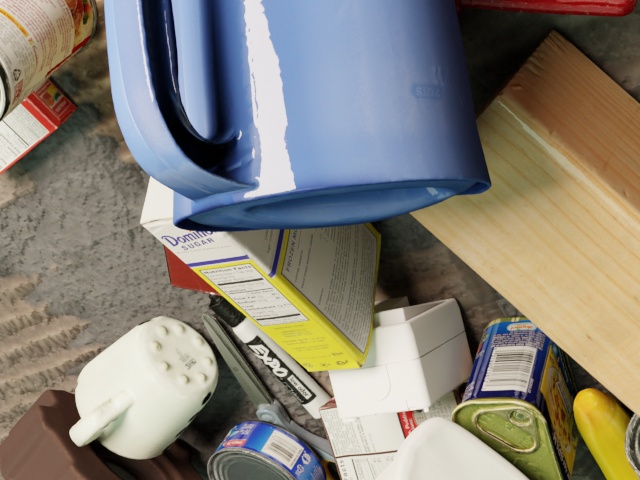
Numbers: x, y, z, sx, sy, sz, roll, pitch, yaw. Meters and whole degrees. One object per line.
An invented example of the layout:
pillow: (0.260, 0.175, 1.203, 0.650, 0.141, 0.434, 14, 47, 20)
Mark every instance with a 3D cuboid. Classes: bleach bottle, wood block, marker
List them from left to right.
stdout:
marker: (-0.035, 0.079, 0.752, 0.020, 0.020, 0.121, -29, 110, 36)
bleach bottle: (0.046, 0.206, 0.694, 0.102, 0.068, 0.251, 37, 143, 1)
wood block: (0.156, 0.003, 0.545, 0.206, 0.090, 0.090, 42, 133, 1)

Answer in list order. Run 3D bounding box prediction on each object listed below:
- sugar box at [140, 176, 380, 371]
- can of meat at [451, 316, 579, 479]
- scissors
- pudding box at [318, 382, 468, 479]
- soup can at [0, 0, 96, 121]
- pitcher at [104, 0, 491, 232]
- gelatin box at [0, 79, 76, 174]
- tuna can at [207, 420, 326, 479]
sugar box: (-0.025, -0.006, 0.579, 0.048, 0.093, 0.176, -11, 145, 28)
can of meat: (0.126, 0.110, 0.665, 0.058, 0.083, 0.102, -6, 123, 27)
scissors: (-0.018, 0.134, 0.788, 0.096, 0.016, 0.202, 1, 126, 25)
pudding box: (0.063, 0.142, 0.728, 0.114, 0.039, 0.090, -15, 96, 33)
soup can: (-0.182, -0.115, 0.611, 0.068, 0.102, 0.068, 12, 129, 14)
pitcher: (-0.015, -0.126, 0.444, 0.145, 0.149, 0.243, -7, 86, -5)
gelatin box: (-0.214, -0.087, 0.695, 0.089, 0.030, 0.073, -29, 112, 37)
tuna can: (-0.039, 0.175, 0.796, 0.086, 0.033, 0.086, 18, 134, 19)
